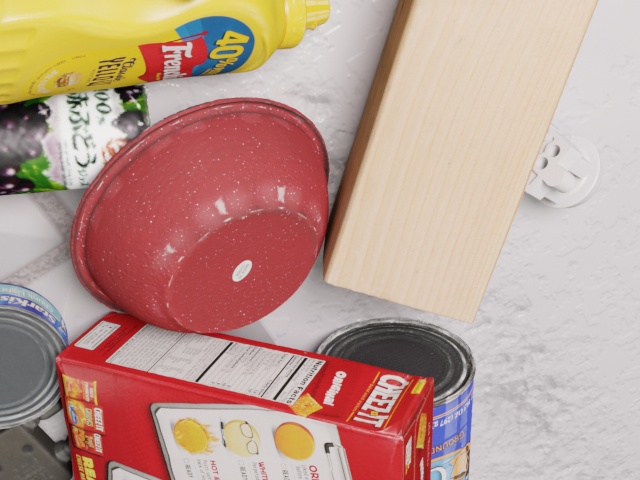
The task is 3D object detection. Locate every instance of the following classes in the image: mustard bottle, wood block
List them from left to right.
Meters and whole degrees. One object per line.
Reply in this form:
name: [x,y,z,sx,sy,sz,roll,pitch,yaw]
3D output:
mustard bottle: [-0.082,-0.111,0.540,0.191,0.096,0.058,-12,79,-27]
wood block: [0.073,-0.072,0.594,0.091,0.090,0.206,16,111,-4]

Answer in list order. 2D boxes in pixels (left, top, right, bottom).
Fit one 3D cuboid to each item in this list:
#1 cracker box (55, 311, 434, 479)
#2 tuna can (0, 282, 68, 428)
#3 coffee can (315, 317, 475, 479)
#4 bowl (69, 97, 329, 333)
cracker box: [-0.043,0.142,0.639,0.214,0.072,0.164,9,119,20]
tuna can: [-0.194,0.069,0.640,0.086,0.034,0.086,-6,118,-12]
coffee can: [0.048,0.137,0.701,0.102,0.103,0.140,-8,118,-11]
bowl: [-0.054,0.001,0.597,0.162,0.055,0.162,-21,141,-19]
